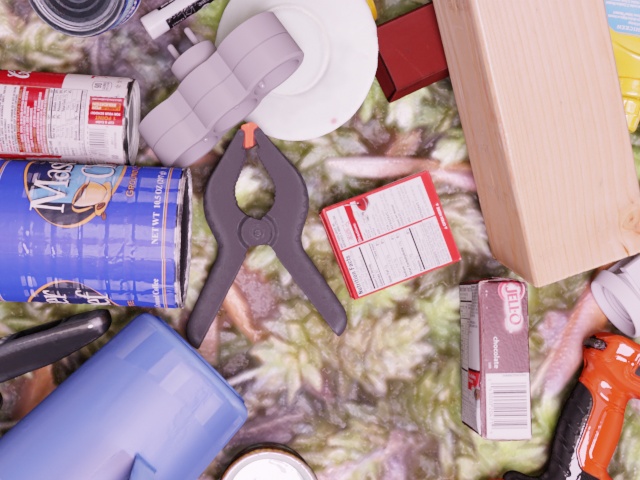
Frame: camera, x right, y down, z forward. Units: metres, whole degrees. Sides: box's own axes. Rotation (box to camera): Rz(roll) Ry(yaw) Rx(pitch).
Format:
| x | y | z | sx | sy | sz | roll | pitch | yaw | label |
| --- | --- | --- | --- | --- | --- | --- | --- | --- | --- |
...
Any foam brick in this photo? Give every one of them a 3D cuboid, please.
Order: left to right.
| x | y | z | sx | sy | sz | roll | pitch | yaw | label |
| --- | --- | --- | --- | --- | --- | --- | --- | --- | --- |
| 0.078 | -0.146 | 0.804 | 0.078 | 0.053 | 0.051 | -25 | 88 | -4 | foam brick |

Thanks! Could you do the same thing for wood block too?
| x | y | z | sx | sy | sz | roll | pitch | yaw | label |
| --- | --- | --- | --- | --- | --- | --- | --- | --- | --- |
| 0.154 | -0.086 | 0.752 | 0.090 | 0.090 | 0.206 | -19 | 107 | -8 | wood block |

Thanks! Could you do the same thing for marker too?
| x | y | z | sx | sy | sz | roll | pitch | yaw | label |
| --- | --- | --- | --- | --- | --- | --- | --- | --- | --- |
| -0.082 | -0.194 | 0.817 | 0.121 | 0.020 | 0.020 | -33 | 89 | -4 | marker |

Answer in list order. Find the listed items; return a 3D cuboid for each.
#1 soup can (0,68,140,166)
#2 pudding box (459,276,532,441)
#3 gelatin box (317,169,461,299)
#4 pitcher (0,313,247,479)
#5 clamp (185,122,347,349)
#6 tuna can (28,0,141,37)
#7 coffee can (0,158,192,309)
| x | y | z | sx | sy | sz | roll | pitch | yaw | label |
| --- | --- | --- | --- | --- | --- | --- | --- | --- | --- |
| -0.187 | -0.089 | 0.783 | 0.102 | 0.068 | 0.068 | 3 | 87 | -2 | soup can |
| 0.126 | 0.084 | 0.775 | 0.039 | 0.090 | 0.113 | 1 | 87 | -1 | pudding box |
| 0.052 | -0.004 | 0.807 | 0.089 | 0.030 | 0.073 | -21 | 89 | -3 | gelatin box |
| -0.163 | 0.171 | 0.727 | 0.149 | 0.145 | 0.242 | 40 | 79 | 24 | pitcher |
| -0.055 | 0.001 | 0.799 | 0.120 | 0.039 | 0.171 | -14 | 90 | -7 | clamp |
| -0.175 | -0.194 | 0.788 | 0.086 | 0.033 | 0.086 | 5 | 113 | 13 | tuna can |
| -0.166 | -0.005 | 0.762 | 0.140 | 0.103 | 0.103 | 2 | 87 | -2 | coffee can |
